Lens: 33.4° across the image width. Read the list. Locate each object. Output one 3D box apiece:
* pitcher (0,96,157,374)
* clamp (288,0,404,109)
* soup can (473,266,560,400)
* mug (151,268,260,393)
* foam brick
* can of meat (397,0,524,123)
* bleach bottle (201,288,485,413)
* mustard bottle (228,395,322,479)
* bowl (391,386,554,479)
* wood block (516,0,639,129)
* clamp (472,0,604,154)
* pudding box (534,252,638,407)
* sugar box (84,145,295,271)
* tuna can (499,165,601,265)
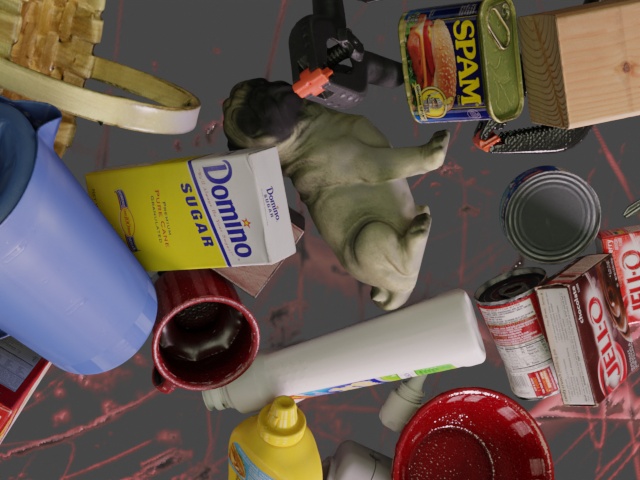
[{"bbox_3d":[-0.224,0.016,0.795,0.149,0.242,0.145,-4,61,16],"label":"pitcher"},{"bbox_3d":[0.022,-0.146,0.861,0.120,0.171,0.039,43,125,-16],"label":"clamp"},{"bbox_3d":[0.188,0.084,0.962,0.068,0.068,0.102,-22,104,3],"label":"soup can"},{"bbox_3d":[-0.113,0.081,0.936,0.093,0.081,0.117,25,106,-26],"label":"mug"},{"bbox_3d":[-0.056,0.001,0.942,0.051,0.053,0.078,35,100,-10],"label":"foam brick"},{"bbox_3d":[0.116,-0.149,0.890,0.084,0.057,0.102,2,106,39],"label":"can of meat"},{"bbox_3d":[0.017,0.108,0.957,0.251,0.102,0.068,-16,79,10],"label":"bleach bottle"},{"bbox_3d":[-0.042,0.208,0.942,0.058,0.096,0.192,-25,139,-35],"label":"mustard bottle"},{"bbox_3d":[0.131,0.216,0.981,0.162,0.055,0.162,3,80,-17],"label":"bowl"},{"bbox_3d":[0.277,-0.156,0.864,0.206,0.090,0.091,-12,102,-7],"label":"wood block"},{"bbox_3d":[0.220,-0.148,0.922,0.210,0.036,0.164,-26,102,1],"label":"clamp"},{"bbox_3d":[0.234,0.077,0.932,0.039,0.089,0.113,-11,100,41],"label":"pudding box"},{"bbox_3d":[-0.112,-0.023,0.895,0.177,0.048,0.093,-5,101,33],"label":"sugar box"},{"bbox_3d":[0.204,-0.023,0.954,0.086,0.034,0.086,0,104,-2],"label":"tuna can"}]
